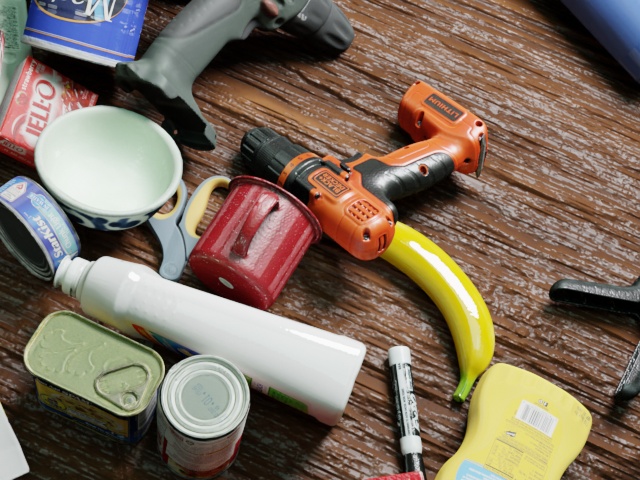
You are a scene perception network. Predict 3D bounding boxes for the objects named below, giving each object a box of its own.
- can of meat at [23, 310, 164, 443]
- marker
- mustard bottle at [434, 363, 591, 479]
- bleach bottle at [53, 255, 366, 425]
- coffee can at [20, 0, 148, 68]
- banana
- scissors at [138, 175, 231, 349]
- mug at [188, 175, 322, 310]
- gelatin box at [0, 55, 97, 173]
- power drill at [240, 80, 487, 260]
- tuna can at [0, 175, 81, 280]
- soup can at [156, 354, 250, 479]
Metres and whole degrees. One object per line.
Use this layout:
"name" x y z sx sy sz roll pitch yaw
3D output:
"can of meat" -0.174 0.110 0.828 0.102 0.084 0.057 24 60 4
"marker" 0.072 0.147 0.886 0.020 0.020 0.121 -1 62 -10
"mustard bottle" 0.141 0.199 0.847 0.096 0.058 0.191 30 61 0
"bleach bottle" -0.091 0.071 0.855 0.251 0.102 0.068 21 77 4
"coffee can" -0.204 -0.233 0.963 0.103 0.103 0.140 15 97 -1
"banana" 0.097 0.042 0.937 0.069 0.037 0.198 -25 68 -21
"scissors" -0.143 0.014 0.925 0.096 0.016 0.201 28 61 8
"mug" -0.056 0.001 0.891 0.093 0.117 0.081 30 66 2
"gelatin box" -0.245 -0.108 0.947 0.073 0.030 0.089 29 56 -29
"power drill" 0.043 -0.076 0.970 0.187 0.057 0.185 -32 54 -26
"tuna can" -0.237 -0.010 0.882 0.086 0.086 0.033 42 62 13
"soup can" -0.091 0.136 0.817 0.068 0.102 0.068 4 61 -7
